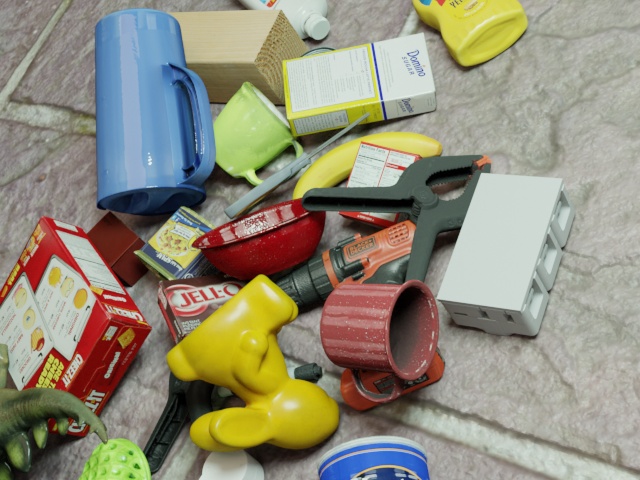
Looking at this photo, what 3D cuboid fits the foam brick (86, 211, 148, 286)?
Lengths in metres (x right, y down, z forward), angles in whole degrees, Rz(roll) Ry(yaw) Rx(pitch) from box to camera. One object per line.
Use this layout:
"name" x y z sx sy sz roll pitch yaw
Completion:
"foam brick" -0.248 0.010 1.329 0.053 0.051 0.078 -46 48 -7

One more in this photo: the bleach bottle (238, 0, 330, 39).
"bleach bottle" -0.058 -0.349 1.465 0.102 0.068 0.251 -42 50 -1

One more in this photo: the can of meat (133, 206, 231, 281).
"can of meat" -0.158 0.015 1.270 0.084 0.057 0.102 -48 49 -11

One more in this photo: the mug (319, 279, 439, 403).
"mug" 0.054 0.094 1.003 0.082 0.093 0.117 1 94 37

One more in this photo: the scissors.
"scissors" -0.031 -0.085 1.262 0.201 0.016 0.096 -36 2 -12

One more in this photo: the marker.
"marker" -0.054 0.149 1.141 0.121 0.020 0.020 -13 53 22

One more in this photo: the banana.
"banana" 0.043 -0.084 1.241 0.198 0.037 0.070 -28 74 13

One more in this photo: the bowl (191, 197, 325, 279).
"bowl" -0.058 0.001 1.177 0.162 0.055 0.162 -18 10 3

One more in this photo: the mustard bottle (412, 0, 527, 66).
"mustard bottle" 0.166 -0.295 1.299 0.096 0.058 0.192 -33 48 4

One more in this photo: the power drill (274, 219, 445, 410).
"power drill" 0.041 0.079 1.110 0.184 0.057 0.188 -25 50 13

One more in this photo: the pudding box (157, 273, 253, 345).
"pudding box" -0.113 0.078 1.170 0.113 0.039 0.090 -5 39 -26

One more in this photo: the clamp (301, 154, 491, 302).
"clamp" 0.107 -0.027 1.108 0.209 0.036 0.165 -24 59 -26

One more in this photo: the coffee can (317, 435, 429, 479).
"coffee can" 0.054 0.259 0.946 0.103 0.102 0.140 -20 51 17

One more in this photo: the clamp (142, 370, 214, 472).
"clamp" -0.135 0.164 1.149 0.120 0.039 0.171 -15 52 42

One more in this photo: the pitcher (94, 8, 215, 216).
"pitcher" -0.209 -0.159 1.313 0.149 0.145 0.243 -5 78 -6

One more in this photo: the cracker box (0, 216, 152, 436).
"cracker box" -0.301 0.099 1.255 0.164 0.072 0.214 -57 47 14

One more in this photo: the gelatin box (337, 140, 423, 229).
"gelatin box" 0.068 -0.060 1.188 0.073 0.030 0.089 16 86 27

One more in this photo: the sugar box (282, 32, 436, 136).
"sugar box" 0.045 -0.185 1.271 0.176 0.048 0.093 -8 60 4

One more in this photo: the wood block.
"wood block" -0.132 -0.242 1.412 0.206 0.090 0.090 6 62 34
